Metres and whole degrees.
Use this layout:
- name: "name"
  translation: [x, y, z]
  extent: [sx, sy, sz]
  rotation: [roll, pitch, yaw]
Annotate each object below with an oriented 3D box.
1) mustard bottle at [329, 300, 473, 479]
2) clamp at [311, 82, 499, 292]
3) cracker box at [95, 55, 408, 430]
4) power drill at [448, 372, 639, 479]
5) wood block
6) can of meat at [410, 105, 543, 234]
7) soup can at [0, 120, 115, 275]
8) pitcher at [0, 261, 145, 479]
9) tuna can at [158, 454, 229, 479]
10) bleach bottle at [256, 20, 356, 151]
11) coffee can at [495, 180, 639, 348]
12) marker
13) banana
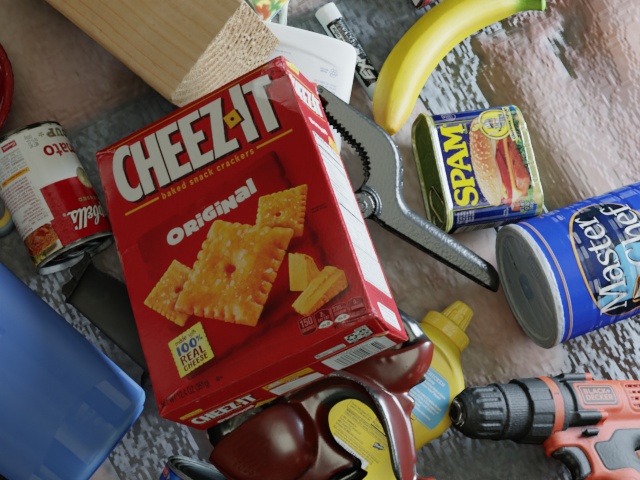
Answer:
- name: "mustard bottle"
  translation: [0.056, 0.124, 0.835]
  extent: [0.096, 0.058, 0.191]
  rotation: [39, 78, 8]
- name: "clamp"
  translation: [0.039, -0.023, 0.819]
  extent: [0.164, 0.036, 0.210]
  rotation: [-15, 89, -8]
- name: "cracker box"
  translation: [-0.055, 0.001, 0.744]
  extent: [0.164, 0.072, 0.214]
  rotation: [-25, 65, 13]
- name: "power drill"
  translation: [0.198, 0.185, 0.792]
  extent: [0.184, 0.057, 0.188]
  rotation: [1, 53, -23]
- name: "wood block"
  translation: [-0.144, -0.189, 0.821]
  extent: [0.206, 0.090, 0.090]
  rotation: [39, 94, 17]
- name: "can of meat"
  translation: [0.128, -0.058, 0.877]
  extent: [0.084, 0.057, 0.102]
  rotation: [-8, 77, -10]
- name: "soup can"
  translation: [-0.211, -0.033, 0.830]
  extent: [0.068, 0.068, 0.102]
  rotation: [-26, 83, -10]
- name: "pitcher"
  translation: [-0.256, 0.087, 0.767]
  extent: [0.243, 0.145, 0.149]
  rotation: [40, 105, -5]
- name: "tuna can"
  translation: [-0.081, 0.194, 0.793]
  extent: [0.086, 0.086, 0.034]
  rotation: [25, 88, -1]
- name: "bleach bottle"
  translation: [-0.043, -0.042, 0.855]
  extent: [0.102, 0.068, 0.251]
  rotation: [13, 81, -4]
- name: "coffee can"
  translation: [0.225, 0.015, 0.852]
  extent: [0.140, 0.103, 0.103]
  rotation: [-19, 82, -10]
- name: "marker"
  translation: [0.035, -0.146, 0.903]
  extent: [0.020, 0.020, 0.121]
  rotation: [-31, 84, -11]
- name: "banana"
  translation: [0.099, -0.161, 0.890]
  extent: [0.197, 0.037, 0.070]
  rotation: [-42, 43, -18]
